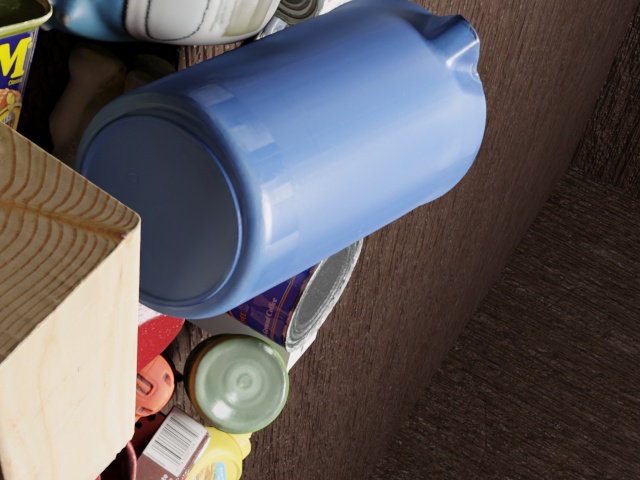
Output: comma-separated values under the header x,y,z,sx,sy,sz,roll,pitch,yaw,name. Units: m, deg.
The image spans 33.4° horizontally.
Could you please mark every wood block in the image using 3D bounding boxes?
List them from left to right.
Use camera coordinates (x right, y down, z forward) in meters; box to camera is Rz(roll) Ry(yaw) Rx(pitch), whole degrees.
x,y,z,sx,sy,sz,roll,pitch,yaw,name
-0.143,0.051,0.478,0.090,0.091,0.206,-49,166,-32,wood block

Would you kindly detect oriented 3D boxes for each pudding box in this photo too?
x,y,z,sx,sy,sz,roll,pitch,yaw,name
-0.132,0.185,0.768,0.113,0.039,0.090,-54,-179,-41,pudding box

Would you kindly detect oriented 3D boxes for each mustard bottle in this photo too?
x,y,z,sx,sy,sz,roll,pitch,yaw,name
-0.120,0.209,0.880,0.191,0.058,0.096,-41,151,-38,mustard bottle

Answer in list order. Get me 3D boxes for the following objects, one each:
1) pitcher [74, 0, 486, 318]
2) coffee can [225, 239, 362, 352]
x,y,z,sx,sy,sz,roll,pitch,yaw,name
-0.021,-0.043,0.574,0.242,0.145,0.149,-32,132,-55,pitcher
-0.055,0.001,0.759,0.102,0.140,0.103,-54,164,-24,coffee can
